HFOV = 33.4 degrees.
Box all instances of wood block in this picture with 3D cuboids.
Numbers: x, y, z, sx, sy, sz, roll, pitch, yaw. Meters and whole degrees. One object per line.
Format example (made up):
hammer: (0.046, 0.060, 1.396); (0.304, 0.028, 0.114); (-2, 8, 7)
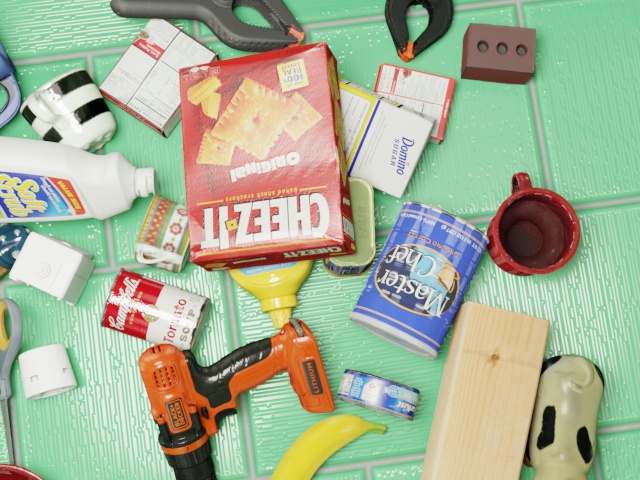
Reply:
wood block: (0.173, 0.178, 1.132); (0.091, 0.090, 0.206); (13, 82, 1)

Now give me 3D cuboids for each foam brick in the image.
foam brick: (0.201, -0.210, 1.207); (0.078, 0.051, 0.053); (5, 82, -1)

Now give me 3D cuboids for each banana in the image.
banana: (-0.015, 0.254, 1.142); (0.069, 0.037, 0.197); (41, 83, 6)

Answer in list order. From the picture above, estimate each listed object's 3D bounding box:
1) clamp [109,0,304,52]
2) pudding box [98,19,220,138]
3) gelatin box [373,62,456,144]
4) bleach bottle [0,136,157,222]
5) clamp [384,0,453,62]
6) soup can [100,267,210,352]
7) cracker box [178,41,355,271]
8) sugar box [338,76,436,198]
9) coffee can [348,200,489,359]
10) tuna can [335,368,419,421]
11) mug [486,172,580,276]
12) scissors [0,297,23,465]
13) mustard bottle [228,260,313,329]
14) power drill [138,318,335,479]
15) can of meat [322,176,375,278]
clamp: (-0.120, -0.265, 1.199); (0.210, 0.036, 0.164); (34, 62, 0)
pudding box: (-0.180, -0.186, 1.201); (0.090, 0.039, 0.113); (35, 84, 4)
gelatin box: (0.102, -0.155, 1.207); (0.089, 0.030, 0.073); (13, 82, 2)
bleach bottle: (-0.300, -0.068, 1.129); (0.251, 0.102, 0.068); (-1, 39, 1)
clamp: (0.111, -0.293, 1.223); (0.120, 0.039, 0.171); (24, 82, 3)
soup can: (-0.177, 0.077, 1.148); (0.102, 0.068, 0.068); (19, 82, 0)
cracker box: (-0.057, -0.085, 1.105); (0.164, 0.072, 0.214); (-7, 78, 12)
sugar box: (0.029, -0.125, 1.173); (0.176, 0.048, 0.093); (25, 107, 5)
coffee can: (0.106, 0.043, 1.142); (0.103, 0.103, 0.140); (26, 82, 2)
tuna can: (0.062, 0.164, 1.133); (0.086, 0.086, 0.034); (17, 80, 1)
mug: (0.224, -0.016, 1.164); (0.093, 0.081, 0.117); (-10, 82, -3)
scissors: (-0.331, 0.147, 1.134); (0.016, 0.096, 0.202); (-8, 77, -45)
mustard bottle: (-0.058, 0.001, 1.166); (0.096, 0.058, 0.191); (-11, 82, 5)
power drill: (-0.083, 0.174, 1.124); (0.187, 0.057, 0.184); (-19, 111, -12)
can of meat: (0.030, -0.015, 1.158); (0.057, 0.084, 0.102); (-2, 82, -2)
